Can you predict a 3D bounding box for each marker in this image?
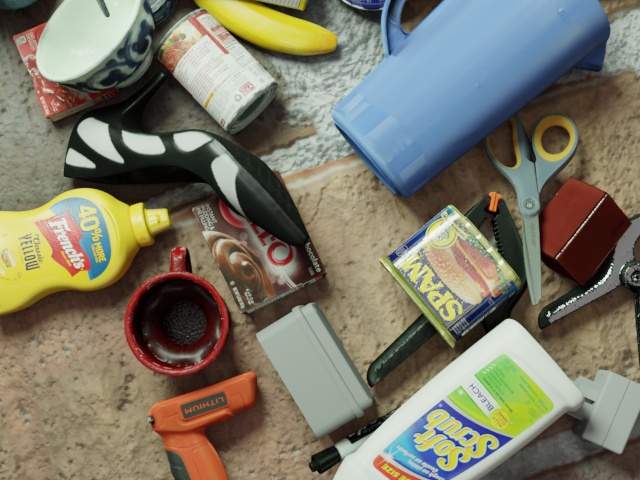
[{"bbox_3d":[0.042,0.180,0.978,0.121,0.020,0.020,-25,85,-23],"label":"marker"}]

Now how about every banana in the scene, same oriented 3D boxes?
[{"bbox_3d":[-0.075,-0.233,1.025,0.198,0.037,0.069,43,90,4],"label":"banana"}]

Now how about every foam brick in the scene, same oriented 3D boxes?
[{"bbox_3d":[0.236,-0.008,0.982,0.078,0.051,0.053,-51,126,-3],"label":"foam brick"}]

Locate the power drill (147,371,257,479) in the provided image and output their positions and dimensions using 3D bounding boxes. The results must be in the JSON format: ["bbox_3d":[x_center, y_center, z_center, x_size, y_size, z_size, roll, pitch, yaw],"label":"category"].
[{"bbox_3d":[-0.069,0.220,0.981,0.184,0.057,0.187,-17,84,-6],"label":"power drill"}]

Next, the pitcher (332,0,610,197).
[{"bbox_3d":[0.124,-0.163,0.970,0.243,0.145,0.149,-41,58,1],"label":"pitcher"}]

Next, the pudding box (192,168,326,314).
[{"bbox_3d":[-0.057,0.001,1.006,0.090,0.039,0.113,-26,85,0],"label":"pudding box"}]

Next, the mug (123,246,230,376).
[{"bbox_3d":[-0.127,0.064,0.982,0.093,0.081,0.117,-5,86,1],"label":"mug"}]

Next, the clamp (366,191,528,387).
[{"bbox_3d":[0.132,0.058,0.997,0.164,0.036,0.210,5,86,1],"label":"clamp"}]

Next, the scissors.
[{"bbox_3d":[0.207,-0.041,0.974,0.096,0.016,0.202,-16,62,1],"label":"scissors"}]

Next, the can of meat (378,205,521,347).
[{"bbox_3d":[0.117,0.031,0.955,0.084,0.057,0.102,-40,77,1],"label":"can of meat"}]

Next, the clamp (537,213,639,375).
[{"bbox_3d":[0.298,0.045,0.992,0.120,0.039,0.171,37,93,1],"label":"clamp"}]

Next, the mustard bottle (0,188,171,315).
[{"bbox_3d":[-0.234,0.003,1.002,0.191,0.058,0.096,-15,86,0],"label":"mustard bottle"}]

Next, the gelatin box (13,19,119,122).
[{"bbox_3d":[-0.244,-0.169,1.029,0.073,0.030,0.089,-22,86,-1],"label":"gelatin box"}]

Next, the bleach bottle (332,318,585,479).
[{"bbox_3d":[0.105,0.185,0.941,0.251,0.068,0.102,-42,87,0],"label":"bleach bottle"}]

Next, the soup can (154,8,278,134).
[{"bbox_3d":[-0.097,-0.159,1.005,0.068,0.068,0.102,-44,86,-2],"label":"soup can"}]
